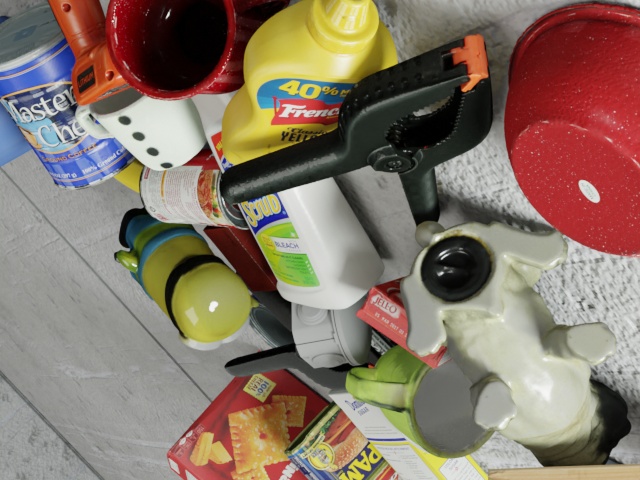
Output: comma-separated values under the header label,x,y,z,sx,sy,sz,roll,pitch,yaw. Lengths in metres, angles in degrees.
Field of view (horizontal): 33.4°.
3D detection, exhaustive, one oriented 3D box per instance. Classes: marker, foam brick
label,x,y,z,sx,sy,sz,roll,pitch,yaw
marker,0.047,0.083,0.977,0.121,0.020,0.020,45,156,-3
foam brick,-0.056,0.001,0.967,0.078,0.051,0.053,53,153,-19

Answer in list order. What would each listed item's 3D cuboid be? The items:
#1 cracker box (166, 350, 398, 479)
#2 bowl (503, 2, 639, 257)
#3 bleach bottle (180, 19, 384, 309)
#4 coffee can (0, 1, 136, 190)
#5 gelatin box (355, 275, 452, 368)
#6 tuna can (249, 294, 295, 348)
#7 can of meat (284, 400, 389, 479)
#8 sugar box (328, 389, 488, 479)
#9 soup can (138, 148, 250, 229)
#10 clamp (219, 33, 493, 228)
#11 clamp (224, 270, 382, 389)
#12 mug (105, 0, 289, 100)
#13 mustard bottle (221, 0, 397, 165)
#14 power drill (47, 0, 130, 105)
label,x,y,z,sx,sy,sz,roll,pitch,yaw
cracker box,-0.042,0.253,1.206,0.214,0.164,0.072,36,156,19
bowl,0.155,-0.044,0.569,0.162,0.055,0.162,34,154,19
bleach bottle,-0.043,-0.061,0.839,0.103,0.068,0.250,9,136,52
coffee can,-0.233,-0.131,0.968,0.103,0.102,0.140,18,145,44
gelatin box,0.079,0.060,0.819,0.073,0.030,0.089,35,-163,20
tuna can,-0.037,0.081,1.085,0.086,0.033,0.086,35,154,20
can of meat,0.024,0.220,1.130,0.084,0.102,0.058,46,156,0
sugar box,0.094,0.201,1.061,0.176,0.048,0.093,52,155,-8
soup can,-0.099,-0.046,0.918,0.102,0.068,0.068,4,135,41
clamp,0.034,-0.061,0.668,0.164,0.036,0.210,4,155,-18
clamp,-0.014,0.087,1.013,0.172,0.039,0.120,7,118,17
mug,-0.074,-0.144,0.714,0.117,0.081,0.093,-23,88,20
mustard bottle,-0.003,-0.103,0.681,0.096,0.058,0.192,3,157,-13
power drill,-0.177,-0.202,0.779,0.185,0.057,0.187,-10,104,65
